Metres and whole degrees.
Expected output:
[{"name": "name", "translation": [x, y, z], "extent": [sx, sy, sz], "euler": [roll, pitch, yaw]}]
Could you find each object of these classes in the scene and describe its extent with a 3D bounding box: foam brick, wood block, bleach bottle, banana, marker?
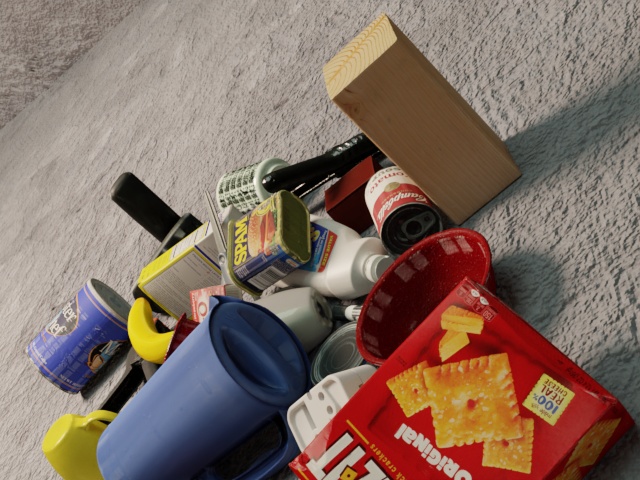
[{"name": "foam brick", "translation": [0.050, -0.053, 1.284], "extent": [0.078, 0.051, 0.053], "euler": [-37, 27, 20]}, {"name": "wood block", "translation": [0.106, -0.125, 1.121], "extent": [0.091, 0.206, 0.090], "euler": [-40, 26, 16]}, {"name": "bleach bottle", "translation": [0.007, 0.016, 1.244], "extent": [0.251, 0.068, 0.102], "euler": [8, 61, 57]}, {"name": "banana", "translation": [-0.216, 0.122, 1.392], "extent": [0.069, 0.037, 0.198], "euler": [-51, 28, -14]}, {"name": "marker", "translation": [0.051, 0.078, 1.136], "extent": [0.121, 0.020, 0.020], "euler": [-3, 50, 56]}]

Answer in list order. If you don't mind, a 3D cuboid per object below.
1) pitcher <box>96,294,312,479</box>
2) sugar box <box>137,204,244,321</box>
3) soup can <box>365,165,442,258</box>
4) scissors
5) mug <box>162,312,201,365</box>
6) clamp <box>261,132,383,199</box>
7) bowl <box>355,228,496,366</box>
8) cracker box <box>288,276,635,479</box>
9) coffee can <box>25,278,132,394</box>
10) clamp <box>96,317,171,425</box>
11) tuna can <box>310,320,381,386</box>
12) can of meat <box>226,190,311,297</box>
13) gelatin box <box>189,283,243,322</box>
[{"name": "pitcher", "translation": [-0.126, 0.189, 1.128], "extent": [0.243, 0.145, 0.149], "euler": [-44, 21, 29]}, {"name": "sugar box", "translation": [-0.151, 0.034, 1.423], "extent": [0.176, 0.093, 0.048], "euler": [-34, 27, 24]}, {"name": "soup can", "translation": [0.090, -0.032, 1.175], "extent": [0.068, 0.068, 0.102], "euler": [-41, 26, 13]}, {"name": "scissors", "translation": [-0.125, 0.042, 1.344], "extent": [0.096, 0.016, 0.202], "euler": [-51, 56, 34]}, {"name": "mug", "translation": [-0.135, 0.148, 1.238], "extent": [0.093, 0.081, 0.117], "euler": [-72, -2, -48]}, {"name": "clamp", "translation": [0.018, -0.098, 1.334], "extent": [0.210, 0.036, 0.164], "euler": [-28, -6, 4]}, {"name": "bowl", "translation": [0.111, 0.067, 1.018], "extent": [0.162, 0.055, 0.162], "euler": [-36, 28, 23]}, {"name": "cracker box", "translation": [0.104, 0.157, 0.820], "extent": [0.213, 0.072, 0.164], "euler": [-47, 52, 0]}, {"name": "coffee can", "translation": [-0.345, 0.140, 1.562], "extent": [0.140, 0.102, 0.103], "euler": [-46, 26, 3]}, {"name": "clamp", "translation": [-0.243, 0.174, 1.428], "extent": [0.120, 0.039, 0.171], "euler": [-27, 25, 18]}, {"name": "tuna can", "translation": [0.031, 0.124, 1.085], "extent": [0.086, 0.033, 0.086], "euler": [-36, 28, 23]}, {"name": "can of meat", "translation": [-0.058, 0.002, 1.229], "extent": [0.084, 0.057, 0.102], "euler": [-32, 40, 29]}, {"name": "gelatin box", "translation": [-0.125, 0.101, 1.310], "extent": [0.073, 0.030, 0.089], "euler": [-13, 82, 48]}]
